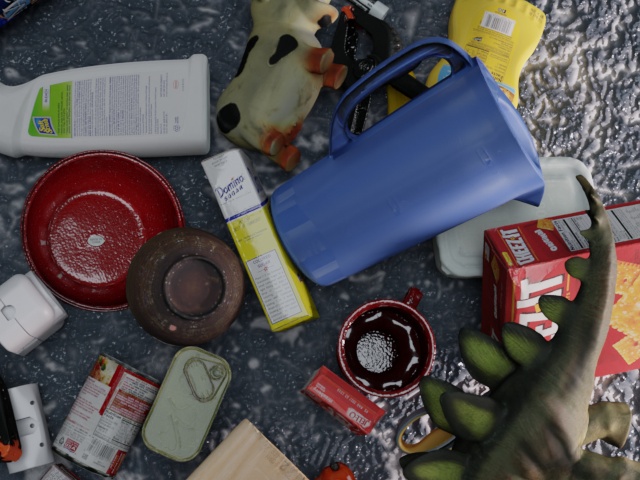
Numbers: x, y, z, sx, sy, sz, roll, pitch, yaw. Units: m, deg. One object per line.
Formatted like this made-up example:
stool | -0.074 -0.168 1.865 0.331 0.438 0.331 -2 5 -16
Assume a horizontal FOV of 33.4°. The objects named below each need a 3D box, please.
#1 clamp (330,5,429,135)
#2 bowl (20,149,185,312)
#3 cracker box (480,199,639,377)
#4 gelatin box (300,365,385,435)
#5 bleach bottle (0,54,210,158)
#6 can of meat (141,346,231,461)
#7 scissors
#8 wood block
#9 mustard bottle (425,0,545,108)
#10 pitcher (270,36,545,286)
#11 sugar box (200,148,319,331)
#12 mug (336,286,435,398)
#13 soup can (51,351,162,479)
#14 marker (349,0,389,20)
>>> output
clamp | 0.063 -0.169 1.082 0.120 0.039 0.171 -15 70 17
bowl | -0.211 -0.005 1.025 0.162 0.055 0.162 -1 98 -4
cracker box | 0.266 0.053 1.022 0.213 0.164 0.072 -11 37 -7
gelatin box | 0.019 0.155 1.020 0.073 0.089 0.030 37 79 2
bleach bottle | -0.237 -0.133 1.065 0.250 0.068 0.102 -1 80 -2
can of meat | -0.125 0.155 1.011 0.057 0.084 0.102 23 79 0
scissors | 0.169 0.170 1.022 0.202 0.016 0.096 -26 105 18
wood block | -0.104 0.264 0.939 0.090 0.091 0.206 43 81 10
mustard bottle | 0.159 -0.161 1.102 0.096 0.058 0.191 20 79 0
pitcher | 0.073 -0.065 0.994 0.243 0.144 0.149 -29 61 16
sugar box | -0.057 0.001 1.037 0.048 0.093 0.176 -22 83 3
mug | 0.064 0.097 1.038 0.093 0.081 0.117 28 79 1
soup can | -0.201 0.166 1.012 0.068 0.068 0.102 27 79 0
marker | 0.019 -0.273 1.131 0.121 0.020 0.020 36 79 2
